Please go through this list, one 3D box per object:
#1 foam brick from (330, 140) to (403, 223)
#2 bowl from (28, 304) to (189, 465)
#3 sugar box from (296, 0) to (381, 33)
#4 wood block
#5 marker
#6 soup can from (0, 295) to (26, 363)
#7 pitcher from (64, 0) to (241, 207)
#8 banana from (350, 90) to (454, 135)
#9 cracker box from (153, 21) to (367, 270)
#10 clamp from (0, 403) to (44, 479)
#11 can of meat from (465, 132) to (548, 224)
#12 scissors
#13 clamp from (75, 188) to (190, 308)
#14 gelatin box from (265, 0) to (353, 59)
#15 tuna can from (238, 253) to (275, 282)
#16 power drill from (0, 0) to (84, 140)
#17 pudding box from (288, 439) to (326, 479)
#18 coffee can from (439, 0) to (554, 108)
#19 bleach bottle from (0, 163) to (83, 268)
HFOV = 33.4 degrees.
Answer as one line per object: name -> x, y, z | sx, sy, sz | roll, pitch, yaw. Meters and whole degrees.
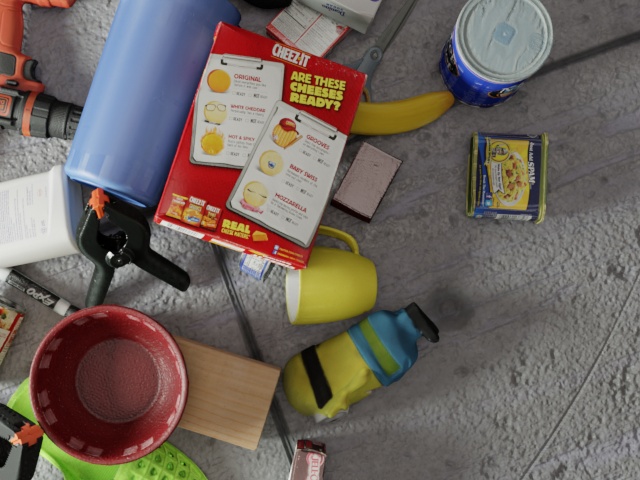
foam brick -> 0.052, -0.065, 1.208 | 0.051, 0.053, 0.078 | 29, 86, 1
bowl -> -0.213, 0.146, 1.096 | 0.162, 0.055, 0.162 | 0, 87, 0
sugar box -> 0.049, -0.333, 1.212 | 0.093, 0.048, 0.176 | 25, 72, -3
wood block -> -0.153, 0.153, 1.171 | 0.206, 0.091, 0.090 | 17, 86, 0
marker -> -0.314, 0.063, 1.210 | 0.121, 0.020, 0.020 | 31, 86, 2
soup can -> -0.379, 0.109, 1.182 | 0.068, 0.068, 0.102 | 26, 87, 1
pitcher -> -0.180, -0.161, 1.174 | 0.149, 0.145, 0.243 | 19, 85, 11
banana -> 0.057, -0.151, 1.201 | 0.197, 0.037, 0.070 | 9, 113, -23
cracker box -> -0.063, -0.094, 1.108 | 0.164, 0.072, 0.213 | 19, 83, -10
clamp -> -0.354, 0.215, 1.131 | 0.036, 0.210, 0.164 | -22, 80, -43
can of meat -> 0.210, -0.072, 1.209 | 0.084, 0.057, 0.102 | 3, 85, 2
scissors -> 0.042, -0.214, 1.228 | 0.096, 0.016, 0.202 | 21, 85, -17
clamp -> -0.226, 0.017, 1.162 | 0.120, 0.171, 0.039 | -25, 43, 0
gelatin box -> -0.007, -0.250, 1.232 | 0.073, 0.030, 0.089 | 42, 86, 3
tuna can -> -0.058, 0.001, 1.185 | 0.034, 0.086, 0.086 | 28, 86, 3
power drill -> -0.326, -0.212, 1.211 | 0.184, 0.057, 0.187 | 12, 85, -4
pudding box -> -0.019, 0.278, 1.164 | 0.039, 0.090, 0.113 | 11, 86, 1
coffee can -> 0.190, -0.210, 1.176 | 0.103, 0.140, 0.103 | 0, 86, -1
bleach bottle -> -0.394, -0.014, 1.193 | 0.251, 0.068, 0.102 | -10, 71, 3
